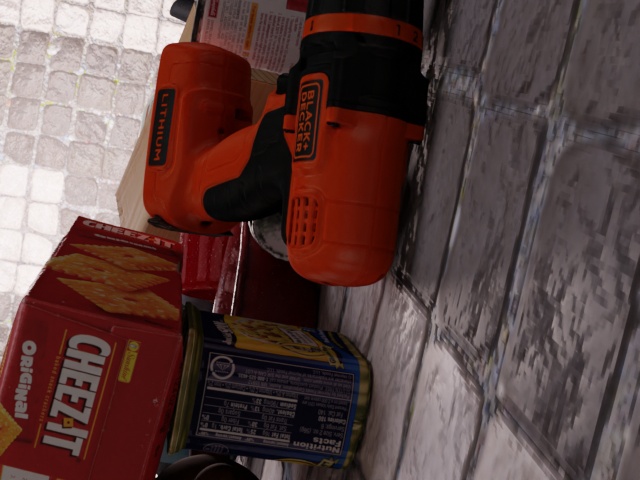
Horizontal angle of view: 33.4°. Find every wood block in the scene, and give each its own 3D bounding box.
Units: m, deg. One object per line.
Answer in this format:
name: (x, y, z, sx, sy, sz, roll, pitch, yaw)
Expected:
wood block: (-0.089, -0.075, 0.862, 0.206, 0.090, 0.090, -59, 35, 37)

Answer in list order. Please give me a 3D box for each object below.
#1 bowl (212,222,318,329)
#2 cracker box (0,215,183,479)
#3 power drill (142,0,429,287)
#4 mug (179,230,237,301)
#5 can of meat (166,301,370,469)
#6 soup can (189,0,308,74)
bowl: (-0.038, 0.059, 0.675, 0.162, 0.055, 0.162, -171, 90, -81)
cracker box: (-0.114, 0.087, 0.511, 0.214, 0.072, 0.164, -124, 50, -79)
power drill: (-0.020, -0.072, 0.512, 0.188, 0.057, 0.184, -1, 81, 59)
mug: (-0.055, 0.001, 0.787, 0.117, 0.093, 0.081, -7, 75, 43)
can of meat: (-0.028, 0.069, 0.509, 0.102, 0.084, 0.057, -140, 60, -80)
soup can: (-0.024, -0.132, 0.639, 0.068, 0.102, 0.068, -171, 90, -81)
